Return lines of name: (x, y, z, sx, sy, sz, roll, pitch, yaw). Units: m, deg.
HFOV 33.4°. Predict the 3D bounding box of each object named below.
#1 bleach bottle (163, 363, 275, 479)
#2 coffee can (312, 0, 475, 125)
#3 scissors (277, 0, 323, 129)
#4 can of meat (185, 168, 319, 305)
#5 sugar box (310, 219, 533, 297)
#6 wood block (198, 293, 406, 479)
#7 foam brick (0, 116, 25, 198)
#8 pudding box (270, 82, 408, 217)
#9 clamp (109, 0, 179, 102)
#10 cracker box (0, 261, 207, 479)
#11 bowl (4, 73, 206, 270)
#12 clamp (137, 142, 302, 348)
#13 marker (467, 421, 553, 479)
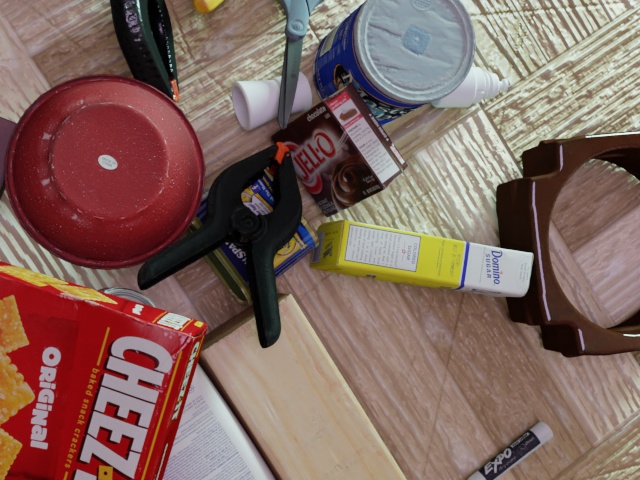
bleach bottle: (-0.085, 0.214, 0.871, 0.102, 0.068, 0.251, -33, 98, -12)
coffee can: (0.059, -0.158, 0.920, 0.102, 0.140, 0.103, 1, 87, -15)
scissors: (-0.037, -0.200, 0.942, 0.096, 0.016, 0.201, 25, 69, -4)
can of meat: (-0.063, -0.009, 0.925, 0.084, 0.057, 0.102, -38, 97, -15)
sugar box: (0.087, 0.018, 0.944, 0.176, 0.093, 0.048, 12, 85, -13)
wood block: (-0.017, 0.154, 0.912, 0.090, 0.091, 0.206, -33, 96, -13)
foam brick: (-0.279, -0.064, 0.874, 0.051, 0.053, 0.078, 22, 81, -13)
pudding box: (0.015, -0.076, 0.919, 0.039, 0.114, 0.090, -40, 97, -30)
clamp: (-0.158, -0.214, 0.875, 0.036, 0.164, 0.210, -9, 99, 11)
cracker box: (-0.210, 0.110, 0.780, 0.213, 0.072, 0.164, 17, 95, 2)
bowl: (-0.168, -0.059, 0.844, 0.162, 0.055, 0.162, 1, 84, -13)
clamp: (-0.056, 0.001, 0.864, 0.120, 0.039, 0.171, 36, 66, -8)
marker: (0.165, 0.210, 0.993, 0.121, 0.020, 0.020, -34, 96, -14)
